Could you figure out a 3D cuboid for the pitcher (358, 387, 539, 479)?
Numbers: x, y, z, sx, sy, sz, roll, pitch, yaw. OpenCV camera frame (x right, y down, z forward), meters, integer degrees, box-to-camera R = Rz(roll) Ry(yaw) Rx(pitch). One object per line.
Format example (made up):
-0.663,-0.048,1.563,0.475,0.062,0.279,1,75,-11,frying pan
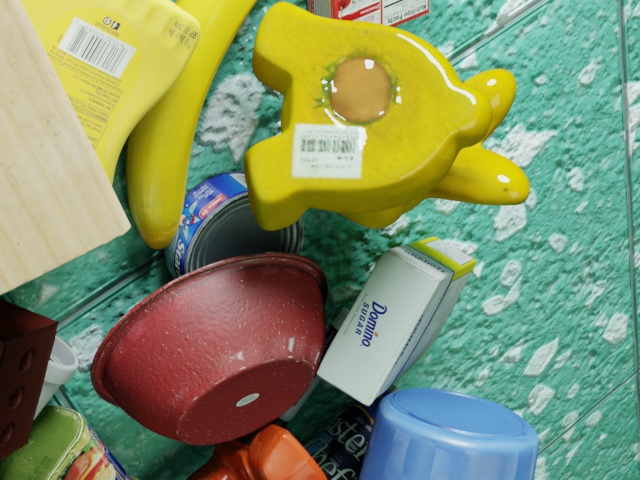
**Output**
0.058,0.226,0.712,0.148,0.145,0.243,3,102,-44,pitcher

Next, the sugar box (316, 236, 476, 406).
0.056,0.048,0.727,0.093,0.048,0.176,-62,165,9,sugar box

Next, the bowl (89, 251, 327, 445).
-0.056,0.079,0.660,0.162,0.055,0.162,-22,149,-14,bowl

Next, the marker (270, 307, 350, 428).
-0.011,0.103,0.782,0.121,0.020,0.020,-54,138,3,marker

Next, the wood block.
-0.164,-0.084,0.422,0.090,0.091,0.206,-27,118,-9,wood block

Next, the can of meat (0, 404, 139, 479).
-0.164,0.162,0.647,0.102,0.058,0.084,-58,141,-32,can of meat

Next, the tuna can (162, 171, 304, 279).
-0.054,0.001,0.664,0.086,0.034,0.086,-22,130,-29,tuna can

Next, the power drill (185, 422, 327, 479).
-0.085,0.196,0.680,0.187,0.185,0.057,-41,108,-19,power drill

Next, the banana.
-0.069,-0.084,0.590,0.069,0.037,0.198,16,107,-45,banana

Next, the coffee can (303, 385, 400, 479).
0.026,0.189,0.811,0.140,0.103,0.102,-39,136,-13,coffee can

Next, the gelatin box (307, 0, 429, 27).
0.027,-0.164,0.623,0.073,0.030,0.089,-27,135,-25,gelatin box

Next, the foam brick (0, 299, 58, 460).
-0.183,0.075,0.570,0.053,0.051,0.078,-28,136,-73,foam brick

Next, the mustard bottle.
-0.145,-0.049,0.531,0.096,0.058,0.192,25,100,-33,mustard bottle
